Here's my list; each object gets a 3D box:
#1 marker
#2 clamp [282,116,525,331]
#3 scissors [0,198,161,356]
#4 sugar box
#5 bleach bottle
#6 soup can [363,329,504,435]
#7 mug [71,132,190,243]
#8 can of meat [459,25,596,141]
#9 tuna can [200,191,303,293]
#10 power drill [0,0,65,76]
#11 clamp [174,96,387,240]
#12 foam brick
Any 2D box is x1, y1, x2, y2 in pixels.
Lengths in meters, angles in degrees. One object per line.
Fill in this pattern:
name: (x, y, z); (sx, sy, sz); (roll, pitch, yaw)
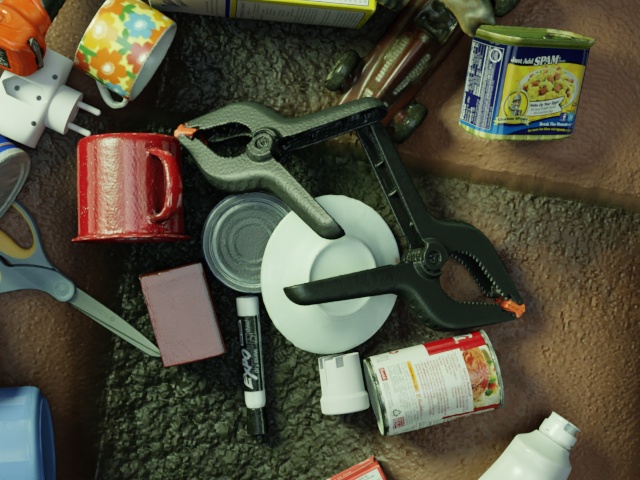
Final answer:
marker: (-0.057, 0.107, 0.894); (0.020, 0.020, 0.121); (-5, 93, -5)
clamp: (0.083, 0.004, 0.874); (0.209, 0.036, 0.164); (22, 77, -22)
scissors: (-0.230, 0.047, 0.876); (0.096, 0.016, 0.202); (-39, 95, -1)
sugar box: (-0.047, -0.202, 0.844); (0.176, 0.093, 0.048); (6, 91, -6)
bleach bottle: (0.129, 0.250, 0.880); (0.068, 0.102, 0.251); (34, 87, 35)
soup can: (0.093, 0.118, 0.884); (0.102, 0.068, 0.068); (-13, 94, -4)
mug: (-0.143, -0.041, 0.835); (0.093, 0.117, 0.081); (0, 88, -36)
can of meat: (0.166, -0.128, 0.867); (0.101, 0.058, 0.084); (-3, 111, -27)
tuna can: (-0.056, 0.001, 0.882); (0.086, 0.034, 0.086); (0, 93, -6)
power drill: (-0.241, -0.234, 0.821); (0.184, 0.057, 0.187); (24, 74, 1)
clamp: (-0.032, -0.077, 0.847); (0.172, 0.039, 0.120); (22, 69, 23)
foam brick: (-0.111, 0.059, 0.870); (0.051, 0.053, 0.078); (-16, 93, -5)
